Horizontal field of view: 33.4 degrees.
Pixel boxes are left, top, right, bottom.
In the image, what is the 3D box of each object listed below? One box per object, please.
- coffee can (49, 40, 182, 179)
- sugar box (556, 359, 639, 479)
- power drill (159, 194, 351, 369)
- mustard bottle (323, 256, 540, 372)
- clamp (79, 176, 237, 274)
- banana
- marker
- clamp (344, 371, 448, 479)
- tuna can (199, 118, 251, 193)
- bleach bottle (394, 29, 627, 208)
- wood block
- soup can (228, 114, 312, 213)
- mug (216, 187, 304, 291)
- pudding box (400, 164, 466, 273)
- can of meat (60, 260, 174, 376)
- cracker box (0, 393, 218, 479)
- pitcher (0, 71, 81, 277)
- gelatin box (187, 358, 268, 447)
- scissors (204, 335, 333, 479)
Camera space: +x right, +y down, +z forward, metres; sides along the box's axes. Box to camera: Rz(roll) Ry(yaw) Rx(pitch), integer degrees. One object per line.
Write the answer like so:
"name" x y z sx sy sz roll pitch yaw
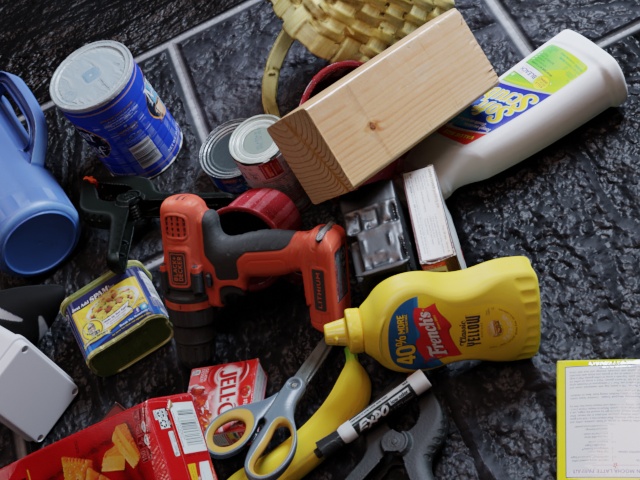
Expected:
"coffee can" -0.236 -0.148 1.246 0.103 0.140 0.103 -11 54 15
"sugar box" 0.244 0.186 0.883 0.093 0.048 0.176 -4 60 20
"power drill" -0.066 0.048 1.041 0.188 0.184 0.057 3 22 17
"mustard bottle" 0.098 0.072 0.960 0.191 0.096 0.058 -7 32 -1
"clamp" -0.215 -0.029 1.194 0.210 0.036 0.164 19 40 40
"banana" -0.014 0.184 0.998 0.197 0.037 0.070 -45 26 -14
"marker" 0.045 0.158 0.957 0.121 0.020 0.020 -35 51 0
"clamp" 0.061 0.193 0.957 0.120 0.039 0.171 -3 50 15
"tuna can" -0.093 -0.096 1.220 0.086 0.033 0.086 -11 54 15
"bleach bottle" 0.184 -0.112 1.099 0.251 0.068 0.103 -36 43 -2
"wood block" 0.064 -0.133 1.048 0.205 0.091 0.090 -36 9 -26
"soup can" -0.050 -0.079 1.147 0.068 0.102 0.068 -11 54 15
"mug" -0.057 0.001 1.099 0.117 0.093 0.081 35 28 2
"pudding box" 0.112 -0.003 1.037 0.039 0.090 0.113 -18 53 9
"can of meat" -0.214 0.084 1.132 0.102 0.057 0.084 -33 53 -2
"cracker box" -0.185 0.247 0.926 0.214 0.072 0.164 -27 74 26
"pitcher" -0.376 -0.077 1.261 0.144 0.149 0.243 -28 52 -21
"gelatin box" -0.094 0.159 1.037 0.073 0.030 0.089 -11 41 16
"scissors" -0.045 0.143 1.003 0.096 0.016 0.201 5 43 14
